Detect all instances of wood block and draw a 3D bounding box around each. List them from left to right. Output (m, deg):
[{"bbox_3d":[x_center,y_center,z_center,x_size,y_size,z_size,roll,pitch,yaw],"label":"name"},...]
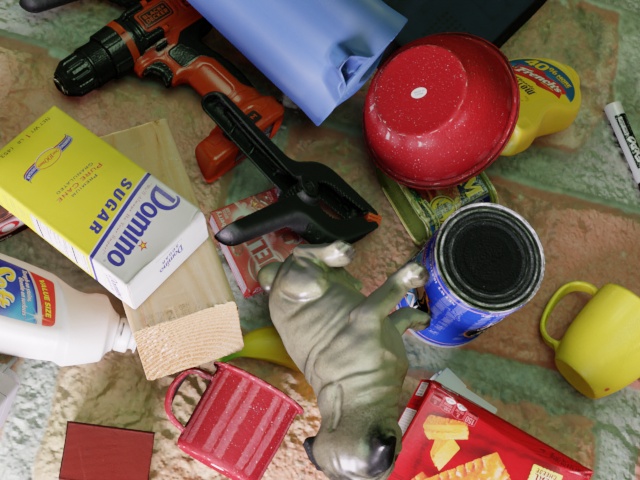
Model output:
[{"bbox_3d":[-0.144,0.005,0.947,0.090,0.091,0.206,-18,58,-10],"label":"wood block"}]

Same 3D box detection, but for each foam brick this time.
[{"bbox_3d":[-0.186,0.190,0.931,0.078,0.053,0.051,9,70,-9],"label":"foam brick"}]

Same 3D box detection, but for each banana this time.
[{"bbox_3d":[0.002,0.133,0.998,0.198,0.037,0.069,30,84,1],"label":"banana"}]

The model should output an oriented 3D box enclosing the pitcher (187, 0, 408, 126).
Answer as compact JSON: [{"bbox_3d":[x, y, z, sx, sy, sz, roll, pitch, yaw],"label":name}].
[{"bbox_3d":[-0.046,-0.235,1.028,0.243,0.149,0.144,41,57,-5],"label":"pitcher"}]

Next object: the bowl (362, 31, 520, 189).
[{"bbox_3d":[0.103,-0.132,1.009,0.162,0.055,0.162,-8,72,25],"label":"bowl"}]

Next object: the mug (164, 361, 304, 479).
[{"bbox_3d":[-0.083,0.158,0.941,0.117,0.093,0.081,33,73,-12],"label":"mug"}]

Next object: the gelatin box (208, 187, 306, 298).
[{"bbox_3d":[-0.057,0.001,1.032,0.073,0.030,0.089,-22,77,-17],"label":"gelatin box"}]

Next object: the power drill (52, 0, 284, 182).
[{"bbox_3d":[-0.142,-0.150,1.051,0.184,0.057,0.188,-39,83,-20],"label":"power drill"}]

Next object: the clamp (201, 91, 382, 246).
[{"bbox_3d":[-0.027,-0.052,1.003,0.209,0.036,0.164,14,52,-42],"label":"clamp"}]

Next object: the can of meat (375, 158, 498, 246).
[{"bbox_3d":[0.114,-0.055,1.071,0.083,0.057,0.102,-27,78,-15],"label":"can of meat"}]

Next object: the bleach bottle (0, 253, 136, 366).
[{"bbox_3d":[-0.285,0.052,0.949,0.250,0.068,0.102,14,43,-12],"label":"bleach bottle"}]

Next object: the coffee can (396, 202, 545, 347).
[{"bbox_3d":[0.136,0.036,0.999,0.102,0.140,0.103,3,71,-10],"label":"coffee can"}]

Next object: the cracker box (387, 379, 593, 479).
[{"bbox_3d":[0.114,0.253,0.936,0.164,0.072,0.213,30,82,0],"label":"cracker box"}]

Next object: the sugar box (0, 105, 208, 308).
[{"bbox_3d":[-0.189,-0.031,0.886,0.176,0.048,0.093,33,64,20],"label":"sugar box"}]

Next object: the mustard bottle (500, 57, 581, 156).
[{"bbox_3d":[0.213,-0.146,1.097,0.096,0.058,0.191,39,40,24],"label":"mustard bottle"}]
